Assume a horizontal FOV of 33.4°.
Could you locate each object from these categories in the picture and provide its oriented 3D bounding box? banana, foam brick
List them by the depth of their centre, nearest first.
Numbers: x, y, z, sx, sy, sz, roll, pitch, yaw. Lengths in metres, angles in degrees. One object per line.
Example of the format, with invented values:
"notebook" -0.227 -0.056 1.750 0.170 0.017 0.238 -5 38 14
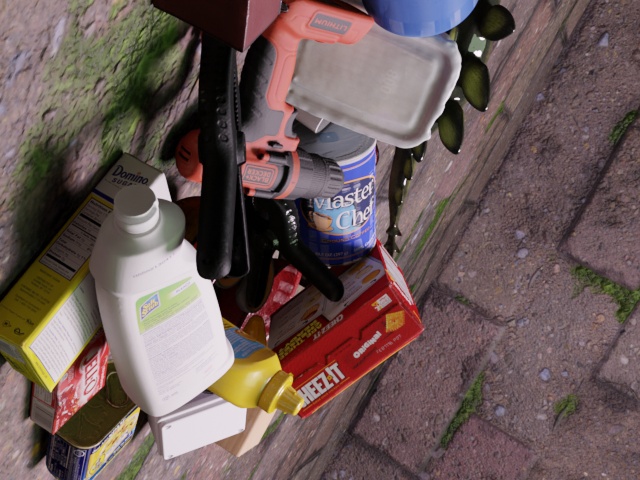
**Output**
"foam brick" -0.070 -0.178 0.740 0.053 0.078 0.051 -53 165 -34
"banana" -0.081 0.148 1.277 0.198 0.037 0.069 92 6 -69

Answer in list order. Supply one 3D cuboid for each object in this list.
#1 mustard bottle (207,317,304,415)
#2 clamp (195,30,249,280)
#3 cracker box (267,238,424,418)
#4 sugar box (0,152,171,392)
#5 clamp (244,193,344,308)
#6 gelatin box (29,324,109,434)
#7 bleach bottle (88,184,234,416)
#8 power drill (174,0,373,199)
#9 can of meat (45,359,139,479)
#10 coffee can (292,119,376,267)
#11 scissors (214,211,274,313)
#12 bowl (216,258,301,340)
"mustard bottle" -0.099 0.106 1.005 0.058 0.192 0.096 -62 167 12
"clamp" -0.077 -0.066 0.823 0.164 0.036 0.210 -85 174 -85
"cracker box" 0.023 0.091 1.186 0.164 0.072 0.213 -38 -168 7
"sugar box" -0.183 0.024 0.838 0.176 0.048 0.093 -57 165 -24
"clamp" -0.057 0.001 1.127 0.120 0.171 0.039 -18 -163 30
"gelatin box" -0.219 0.117 0.941 0.073 0.030 0.089 -47 162 -45
"bleach bottle" -0.124 0.041 0.835 0.102 0.068 0.251 -37 153 -25
"power drill" -0.023 -0.124 0.945 0.184 0.057 0.188 6 113 -44
"can of meat" -0.217 0.178 1.027 0.102 0.057 0.084 -46 164 -42
"coffee can" 0.010 -0.056 1.177 0.102 0.103 0.140 -47 146 -43
"scissors" -0.073 -0.021 1.194 0.096 0.016 0.202 18 80 -43
"bowl" -0.088 0.079 1.292 0.162 0.055 0.162 -54 166 -20
